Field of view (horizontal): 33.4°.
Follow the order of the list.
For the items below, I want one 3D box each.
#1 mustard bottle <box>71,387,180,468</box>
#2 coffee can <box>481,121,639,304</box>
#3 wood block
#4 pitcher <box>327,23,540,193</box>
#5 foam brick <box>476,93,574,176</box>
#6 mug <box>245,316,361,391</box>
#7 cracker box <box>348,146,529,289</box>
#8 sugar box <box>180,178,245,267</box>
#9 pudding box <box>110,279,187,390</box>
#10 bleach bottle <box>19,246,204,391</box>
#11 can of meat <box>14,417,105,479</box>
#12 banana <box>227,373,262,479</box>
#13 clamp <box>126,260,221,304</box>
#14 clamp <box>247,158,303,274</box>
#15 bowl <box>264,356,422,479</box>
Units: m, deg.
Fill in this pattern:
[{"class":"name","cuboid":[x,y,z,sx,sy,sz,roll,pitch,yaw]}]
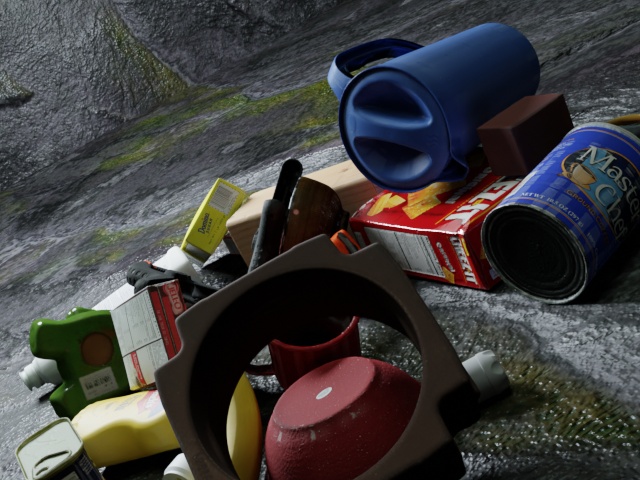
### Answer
[{"class":"mustard bottle","cuboid":[-0.148,0.169,1.016,0.192,0.058,0.096,-18,9,27]},{"class":"coffee can","cuboid":[0.221,-0.026,0.936,0.103,0.103,0.140,-5,29,50]},{"class":"wood block","cuboid":[0.004,-0.029,1.277,0.206,0.090,0.090,-17,20,31]},{"class":"pitcher","cuboid":[0.129,-0.160,1.144,0.145,0.149,0.242,-6,19,40]},{"class":"foam brick","cuboid":[0.200,-0.102,1.032,0.078,0.053,0.051,-33,20,-28]},{"class":"mug","cuboid":[-0.017,0.092,0.950,0.117,0.081,0.093,-17,45,-8]},{"class":"cracker box","cuboid":[0.151,-0.032,1.100,0.164,0.072,0.214,-35,20,-22]},{"class":"sugar box","cuboid":[-0.146,-0.020,1.402,0.093,0.048,0.176,-62,8,-12]},{"class":"pudding box","cuboid":[-0.162,0.095,1.046,0.039,0.090,0.114,-11,-9,-34]},{"class":"bleach bottle","cuboid":[-0.265,0.106,1.348,0.250,0.068,0.103,-33,16,-7]},{"class":"can of meat","cuboid":[-0.222,0.217,0.954,0.057,0.084,0.102,-33,19,-16]},{"class":"banana","cuboid":[-0.080,0.167,0.880,0.197,0.069,0.037,-81,10,-45]},{"class":"clamp","cuboid":[-0.155,0.057,1.222,0.210,0.164,0.036,17,92,66]},{"class":"clamp","cuboid":[-0.058,0.001,1.190,0.039,0.171,0.120,17,21,8]},{"class":"bowl","cuboid":[0.014,0.143,0.861,0.162,0.055,0.162,-25,19,9]}]
